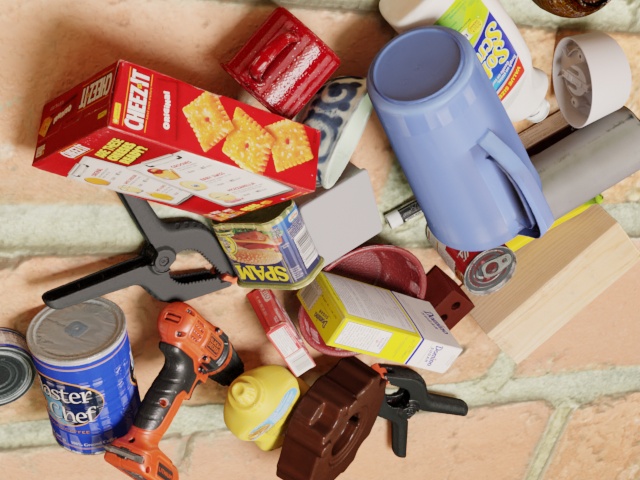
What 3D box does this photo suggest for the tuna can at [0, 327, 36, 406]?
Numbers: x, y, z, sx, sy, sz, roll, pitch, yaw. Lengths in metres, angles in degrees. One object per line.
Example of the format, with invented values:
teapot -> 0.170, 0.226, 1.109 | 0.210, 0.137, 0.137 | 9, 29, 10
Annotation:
tuna can -> -0.346, 0.136, 1.131 | 0.086, 0.034, 0.086 | -13, 129, -17

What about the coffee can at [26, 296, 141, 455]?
coffee can -> -0.249, 0.144, 1.140 | 0.102, 0.103, 0.140 | -15, 129, -16

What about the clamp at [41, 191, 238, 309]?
clamp -> -0.172, 0.006, 1.115 | 0.209, 0.036, 0.165 | 10, 108, -37

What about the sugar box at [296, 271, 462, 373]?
sugar box -> 0.067, 0.091, 1.187 | 0.176, 0.093, 0.048 | 21, 114, -35

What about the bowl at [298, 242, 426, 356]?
bowl -> 0.041, 0.058, 1.250 | 0.162, 0.055, 0.162 | -13, 129, -17

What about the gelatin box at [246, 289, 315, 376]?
gelatin box -> -0.044, 0.103, 1.229 | 0.030, 0.073, 0.089 | -31, 131, 0

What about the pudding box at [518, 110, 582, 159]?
pudding box -> 0.280, -0.102, 1.260 | 0.113, 0.039, 0.090 | -32, 131, -2

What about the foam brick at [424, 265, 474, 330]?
foam brick -> 0.141, 0.082, 1.320 | 0.078, 0.051, 0.053 | -46, 131, 10

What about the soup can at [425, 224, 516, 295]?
soup can -> 0.175, 0.008, 1.248 | 0.068, 0.102, 0.068 | -13, 129, -17

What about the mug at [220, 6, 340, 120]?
mug -> -0.038, -0.169, 1.012 | 0.081, 0.093, 0.117 | -48, 171, 6

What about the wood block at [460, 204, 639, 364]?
wood block -> 0.284, 0.044, 1.337 | 0.206, 0.091, 0.090 | -42, 132, 7

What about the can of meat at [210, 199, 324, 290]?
can of meat -> -0.057, 0.001, 1.125 | 0.057, 0.102, 0.084 | -50, 128, -40

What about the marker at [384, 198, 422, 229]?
marker -> 0.131, -0.050, 1.239 | 0.121, 0.020, 0.020 | -29, 132, -4

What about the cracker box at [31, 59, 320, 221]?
cracker box -> -0.133, -0.087, 0.991 | 0.213, 0.164, 0.072 | 17, 71, -34

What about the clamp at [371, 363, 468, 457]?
clamp -> 0.124, 0.214, 1.419 | 0.120, 0.039, 0.171 | -33, 132, -3

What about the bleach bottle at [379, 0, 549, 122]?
bleach bottle -> 0.173, -0.201, 1.120 | 0.103, 0.068, 0.250 | -45, 133, 14

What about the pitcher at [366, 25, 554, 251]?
pitcher -> 0.142, -0.098, 1.081 | 0.149, 0.145, 0.242 | -10, 146, 20

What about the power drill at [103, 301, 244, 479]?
power drill -> -0.155, 0.179, 1.173 | 0.187, 0.057, 0.184 | -69, 153, -20

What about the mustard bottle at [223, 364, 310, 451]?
mustard bottle -> -0.065, 0.191, 1.245 | 0.096, 0.058, 0.191 | -46, 158, -3
